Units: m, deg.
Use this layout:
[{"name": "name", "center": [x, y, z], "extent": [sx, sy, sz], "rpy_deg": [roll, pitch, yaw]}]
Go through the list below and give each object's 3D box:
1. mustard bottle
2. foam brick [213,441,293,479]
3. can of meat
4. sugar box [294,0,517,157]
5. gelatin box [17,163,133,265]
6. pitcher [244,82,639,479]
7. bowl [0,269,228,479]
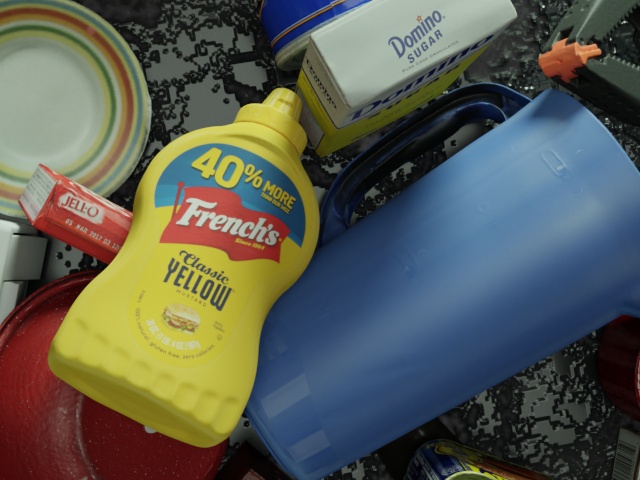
[{"name": "mustard bottle", "center": [-0.053, 0.001, 0.545], "extent": [0.096, 0.058, 0.191], "rpy_deg": [28, 65, -7]}, {"name": "foam brick", "center": [-0.038, 0.158, 0.615], "extent": [0.053, 0.078, 0.051], "rpy_deg": [39, 87, -6]}, {"name": "can of meat", "center": [0.098, 0.153, 0.585], "extent": [0.102, 0.084, 0.057], "rpy_deg": [21, 92, -6]}, {"name": "sugar box", "center": [0.037, -0.092, 0.571], "extent": [0.093, 0.176, 0.048], "rpy_deg": [-29, 92, -5]}, {"name": "gelatin box", "center": [-0.126, -0.010, 0.594], "extent": [0.073, 0.089, 0.030], "rpy_deg": [30, 88, -23]}, {"name": "pitcher", "center": [0.060, 0.023, 0.606], "extent": [0.243, 0.149, 0.145], "rpy_deg": [-31, 107, -1]}, {"name": "bowl", "center": [-0.104, 0.095, 0.580], "extent": [0.161, 0.055, 0.162], "rpy_deg": [5, 82, -40]}]
